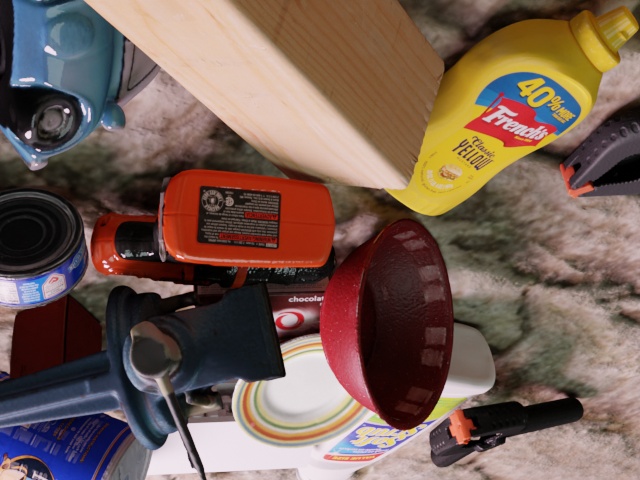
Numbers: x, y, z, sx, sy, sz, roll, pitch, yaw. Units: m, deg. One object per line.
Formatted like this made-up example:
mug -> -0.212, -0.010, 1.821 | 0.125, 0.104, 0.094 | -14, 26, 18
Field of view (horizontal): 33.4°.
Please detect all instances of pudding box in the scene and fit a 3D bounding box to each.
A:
pudding box -> -0.048, 0.060, 0.871 | 0.113, 0.039, 0.090 | -3, 140, -8

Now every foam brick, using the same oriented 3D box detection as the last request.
foam brick -> -0.210, 0.094, 0.851 | 0.053, 0.078, 0.051 | -20, 140, 16

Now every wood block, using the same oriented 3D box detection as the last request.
wood block -> -0.021, -0.115, 0.586 | 0.090, 0.091, 0.205 | 6, 159, 34

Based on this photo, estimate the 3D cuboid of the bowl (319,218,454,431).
bowl -> 0.046, 0.064, 0.826 | 0.055, 0.162, 0.162 | -3, 147, 32

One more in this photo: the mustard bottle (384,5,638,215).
mustard bottle -> 0.123, -0.092, 0.708 | 0.192, 0.058, 0.096 | -34, 136, 26

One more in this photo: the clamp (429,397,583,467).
clamp -> 0.167, 0.177, 1.013 | 0.165, 0.036, 0.210 | -22, 161, 10

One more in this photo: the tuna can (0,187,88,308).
tuna can -> -0.205, 0.004, 0.738 | 0.086, 0.086, 0.034 | -3, 138, -8

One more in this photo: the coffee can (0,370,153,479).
coffee can -> -0.225, 0.181, 0.890 | 0.140, 0.102, 0.103 | 20, 140, 10

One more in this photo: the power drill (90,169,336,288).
power drill -> -0.055, 0.001, 0.724 | 0.184, 0.057, 0.188 | 2, 171, -18

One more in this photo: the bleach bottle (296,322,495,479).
bleach bottle -> 0.052, 0.166, 1.003 | 0.102, 0.068, 0.251 | 11, 139, -26
